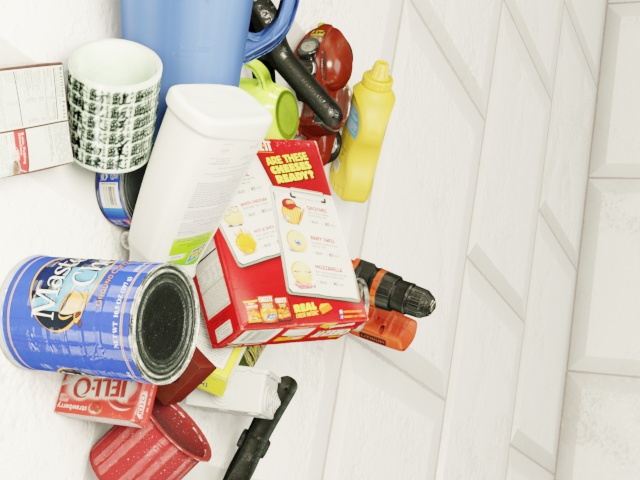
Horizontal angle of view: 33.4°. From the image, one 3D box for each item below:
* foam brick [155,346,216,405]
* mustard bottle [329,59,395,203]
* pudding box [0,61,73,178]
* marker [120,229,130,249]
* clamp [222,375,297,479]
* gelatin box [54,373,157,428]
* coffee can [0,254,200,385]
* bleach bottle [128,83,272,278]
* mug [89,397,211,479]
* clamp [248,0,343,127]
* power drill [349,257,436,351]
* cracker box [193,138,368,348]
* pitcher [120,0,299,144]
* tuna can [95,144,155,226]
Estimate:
[{"bbox_3d":[-0.150,0.114,1.036,0.053,0.078,0.051,-45,169,5],"label":"foam brick"},{"bbox_3d":[0.060,-0.152,1.425,0.096,0.058,0.192,-96,-163,-55],"label":"mustard bottle"},{"bbox_3d":[-0.255,-0.099,0.881,0.113,0.039,0.090,-28,116,-64],"label":"pudding box"},{"bbox_3d":[-0.164,-0.015,1.101,0.121,0.020,0.020,-31,120,-60],"label":"marker"},{"bbox_3d":[-0.076,0.232,1.252,0.171,0.039,0.120,-60,177,-3],"label":"clamp"},{"bbox_3d":[-0.191,0.129,0.974,0.030,0.089,0.073,45,53,-57],"label":"gelatin box"},{"bbox_3d":[-0.189,0.066,0.913,0.102,0.140,0.103,3,90,-65],"label":"coffee can"},{"bbox_3d":[-0.136,-0.024,1.000,0.102,0.068,0.251,-10,136,-50],"label":"bleach bottle"},{"bbox_3d":[-0.168,0.196,1.025,0.081,0.117,0.093,-44,124,6],"label":"mug"},{"bbox_3d":[-0.055,-0.214,1.193,0.036,0.165,0.210,-38,123,-23],"label":"clamp"},{"bbox_3d":[0.082,0.088,1.462,0.057,0.185,0.187,-61,155,-19],"label":"power drill"},{"bbox_3d":[-0.057,0.001,1.114,0.163,0.072,0.214,-1,66,-38],"label":"cracker box"},{"bbox_3d":[-0.113,-0.211,0.986,0.144,0.149,0.243,-36,145,-46],"label":"pitcher"},{"bbox_3d":[-0.182,-0.055,1.043,0.086,0.034,0.086,2,90,-65],"label":"tuna can"}]
